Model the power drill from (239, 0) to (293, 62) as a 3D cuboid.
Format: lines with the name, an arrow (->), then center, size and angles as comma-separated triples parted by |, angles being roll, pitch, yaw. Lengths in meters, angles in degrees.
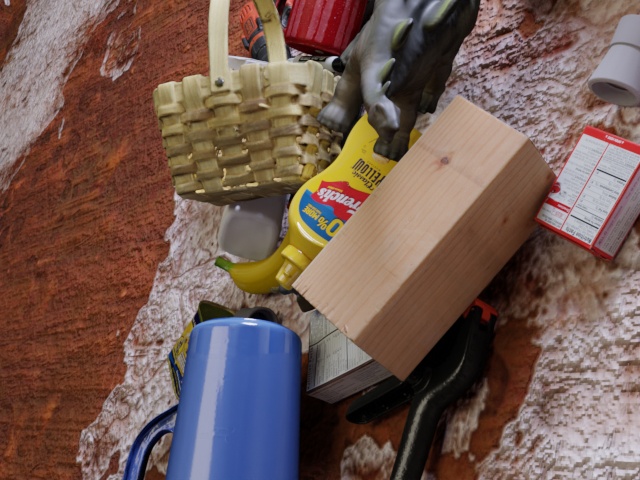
power drill -> -0.032, -0.305, 1.369 | 0.188, 0.057, 0.184 | -50, 37, 23

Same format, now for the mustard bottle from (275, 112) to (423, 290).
mustard bottle -> 0.026, -0.030, 1.007 | 0.096, 0.058, 0.191 | 39, 82, 19

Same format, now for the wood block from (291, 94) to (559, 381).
wood block -> 0.088, -0.001, 0.867 | 0.206, 0.090, 0.091 | -49, 48, 0

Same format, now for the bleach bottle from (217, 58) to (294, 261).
bleach bottle -> -0.056, -0.107, 1.253 | 0.103, 0.068, 0.250 | 111, 174, -58

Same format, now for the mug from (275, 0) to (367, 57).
mug -> -0.004, -0.256, 1.220 | 0.117, 0.093, 0.081 | 16, 92, 27

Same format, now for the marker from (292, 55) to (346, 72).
marker -> 0.003, -0.200, 1.208 | 0.121, 0.020, 0.020 | 19, 85, 60

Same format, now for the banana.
banana -> -0.046, 0.015, 1.154 | 0.198, 0.069, 0.037 | -34, 19, 46

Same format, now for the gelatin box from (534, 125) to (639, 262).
gelatin box -> 0.215, -0.037, 0.822 | 0.089, 0.030, 0.073 | -62, 32, 6

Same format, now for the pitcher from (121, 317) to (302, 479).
pitcher -> -0.090, 0.199, 0.985 | 0.145, 0.149, 0.243 | -24, 56, 54

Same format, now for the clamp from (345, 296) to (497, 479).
clamp -> 0.091, 0.127, 0.890 | 0.172, 0.039, 0.120 | -53, 37, 19

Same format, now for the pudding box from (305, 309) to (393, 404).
pudding box -> 0.033, 0.094, 1.004 | 0.114, 0.039, 0.090 | -34, 43, 45

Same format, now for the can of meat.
can of meat -> -0.128, 0.133, 1.210 | 0.084, 0.057, 0.102 | -55, 31, 22
